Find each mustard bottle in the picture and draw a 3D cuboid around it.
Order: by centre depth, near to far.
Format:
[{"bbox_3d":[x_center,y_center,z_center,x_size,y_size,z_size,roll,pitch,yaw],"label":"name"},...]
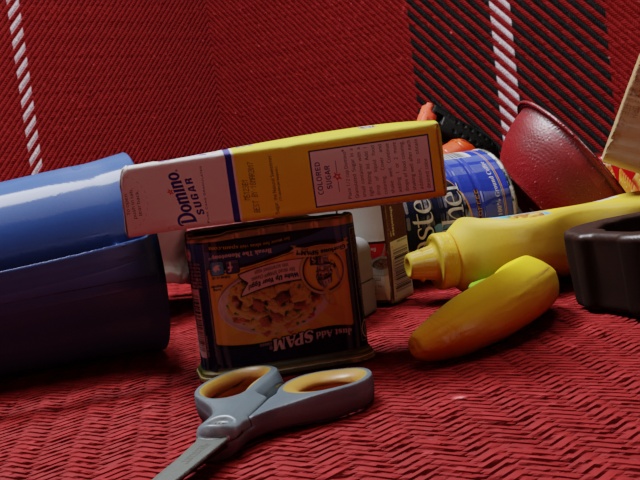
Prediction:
[{"bbox_3d":[0.154,0.005,0.782,0.191,0.058,0.096,-8,-5,-13],"label":"mustard bottle"}]

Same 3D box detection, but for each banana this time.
[{"bbox_3d":[0.108,0.038,0.644,0.070,0.037,0.197,-32,-6,19],"label":"banana"}]

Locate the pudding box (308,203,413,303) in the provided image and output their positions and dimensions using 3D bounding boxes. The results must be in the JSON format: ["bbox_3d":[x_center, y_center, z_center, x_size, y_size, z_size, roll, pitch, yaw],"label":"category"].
[{"bbox_3d":[0.017,-0.008,0.804,0.090,0.113,0.039,-3,7,30],"label":"pudding box"}]

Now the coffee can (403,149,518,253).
[{"bbox_3d":[0.078,-0.018,0.892,0.140,0.103,0.103,-9,6,-23],"label":"coffee can"}]

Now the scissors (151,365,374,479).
[{"bbox_3d":[-0.023,0.080,0.456,0.096,0.016,0.201,-7,6,1],"label":"scissors"}]

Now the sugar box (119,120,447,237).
[{"bbox_3d":[-0.018,-0.037,0.610,0.176,0.048,0.093,-5,5,6],"label":"sugar box"}]

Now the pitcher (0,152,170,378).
[{"bbox_3d":[-0.219,0.029,0.663,0.242,0.149,0.145,-13,50,-19],"label":"pitcher"}]

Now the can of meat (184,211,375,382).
[{"bbox_3d":[-0.025,0.031,0.613,0.102,0.084,0.057,-8,5,-10],"label":"can of meat"}]

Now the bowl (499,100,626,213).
[{"bbox_3d":[0.203,-0.041,0.909,0.055,0.162,0.162,-40,6,1],"label":"bowl"}]
